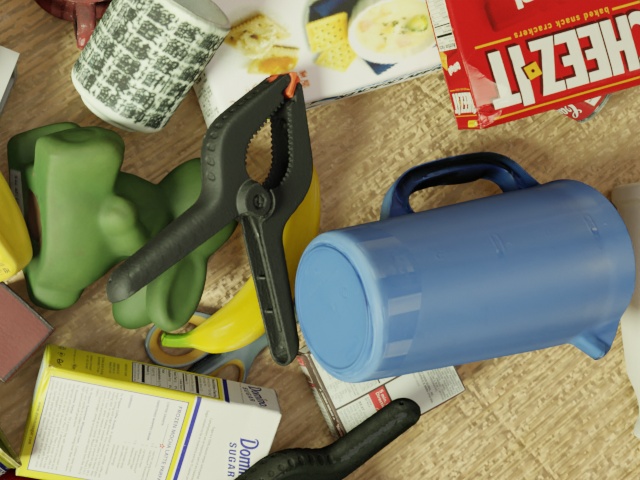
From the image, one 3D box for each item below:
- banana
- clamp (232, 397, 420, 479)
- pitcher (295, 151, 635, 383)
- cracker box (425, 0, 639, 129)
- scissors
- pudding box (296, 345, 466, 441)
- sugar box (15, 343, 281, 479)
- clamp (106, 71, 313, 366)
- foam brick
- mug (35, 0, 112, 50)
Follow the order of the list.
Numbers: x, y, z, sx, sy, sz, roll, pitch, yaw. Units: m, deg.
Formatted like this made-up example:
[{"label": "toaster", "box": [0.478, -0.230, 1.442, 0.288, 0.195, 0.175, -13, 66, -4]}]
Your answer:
[{"label": "banana", "box": [-0.042, 0.015, 0.829, 0.069, 0.037, 0.197, 35, 70, -6]}, {"label": "clamp", "box": [0.002, 0.175, 0.798, 0.171, 0.039, 0.120, -4, 117, -34]}, {"label": "pitcher", "box": [0.102, 0.022, 0.802, 0.242, 0.149, 0.145, -9, 111, -33]}, {"label": "cracker box", "box": [0.162, -0.206, 0.806, 0.164, 0.072, 0.214, -16, 98, -5]}, {"label": "scissors", "box": [-0.054, 0.059, 0.844, 0.201, 0.016, 0.096, -45, 98, -14]}, {"label": "pudding box", "box": [0.049, 0.105, 0.858, 0.113, 0.039, 0.090, -26, 92, -18]}, {"label": "sugar box", "box": [-0.126, 0.141, 0.790, 0.176, 0.048, 0.093, 14, 109, -17]}, {"label": "clamp", "box": [-0.062, -0.026, 0.759, 0.164, 0.036, 0.210, 17, 81, -40]}, {"label": "foam brick", "box": [-0.227, 0.066, 0.764, 0.051, 0.078, 0.053, 43, 74, -8]}, {"label": "mug", "box": [-0.178, -0.199, 0.793, 0.093, 0.082, 0.117, -7, 88, -16]}]
